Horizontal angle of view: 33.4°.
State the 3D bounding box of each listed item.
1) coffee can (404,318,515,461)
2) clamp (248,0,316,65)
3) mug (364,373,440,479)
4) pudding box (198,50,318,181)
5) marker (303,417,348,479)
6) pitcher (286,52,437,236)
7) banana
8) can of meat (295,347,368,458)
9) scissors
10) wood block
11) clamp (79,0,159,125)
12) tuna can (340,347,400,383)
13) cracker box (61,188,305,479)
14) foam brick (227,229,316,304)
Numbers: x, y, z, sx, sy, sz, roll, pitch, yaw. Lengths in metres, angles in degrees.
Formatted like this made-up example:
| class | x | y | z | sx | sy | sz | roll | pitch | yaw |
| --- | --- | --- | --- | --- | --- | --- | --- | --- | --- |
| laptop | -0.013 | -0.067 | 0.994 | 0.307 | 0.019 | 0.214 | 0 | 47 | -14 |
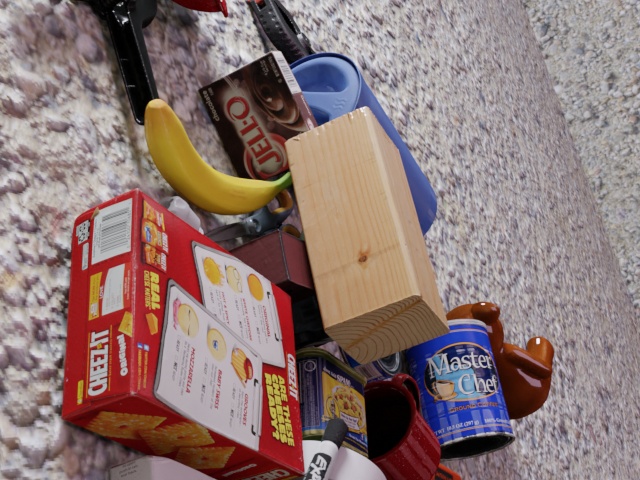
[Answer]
| class | x | y | z | sx | sy | sz | roll | pitch | yaw |
| --- | --- | --- | --- | --- | --- | --- | --- | --- | --- |
| coffee can | 0.161 | 0.176 | 1.249 | 0.102 | 0.103 | 0.140 | 30 | 43 | -55 |
| clamp | -0.027 | -0.222 | 1.277 | 0.171 | 0.039 | 0.120 | 47 | 14 | -28 |
| mug | 0.071 | 0.189 | 1.054 | 0.081 | 0.093 | 0.117 | 53 | 47 | -40 |
| pudding box | -0.056 | -0.120 | 1.064 | 0.113 | 0.090 | 0.039 | 65 | 21 | -2 |
| marker | -0.003 | 0.185 | 0.829 | 0.020 | 0.020 | 0.121 | 56 | 37 | -24 |
| pitcher | 0.032 | -0.093 | 1.205 | 0.242 | 0.145 | 0.149 | 47 | 42 | -46 |
| banana | -0.101 | -0.063 | 0.954 | 0.037 | 0.069 | 0.197 | 29 | 2 | 37 |
| can of meat | 0.002 | 0.158 | 0.983 | 0.102 | 0.058 | 0.084 | 40 | 38 | -46 |
| scissors | -0.057 | 0.001 | 1.048 | 0.096 | 0.016 | 0.201 | 62 | 24 | -12 |
| wood block | 0.040 | -0.006 | 0.977 | 0.090 | 0.091 | 0.206 | 46 | 26 | -53 |
| clamp | -0.189 | -0.218 | 0.932 | 0.164 | 0.036 | 0.210 | 48 | 28 | -39 |
| tuna can | 0.054 | 0.113 | 1.163 | 0.086 | 0.034 | 0.086 | 47 | 31 | -39 |
| cracker box | -0.099 | 0.084 | 0.812 | 0.213 | 0.072 | 0.164 | 39 | 38 | -49 |
| foam brick | -0.050 | 0.032 | 0.957 | 0.052 | 0.078 | 0.051 | 24 | 48 | -55 |
